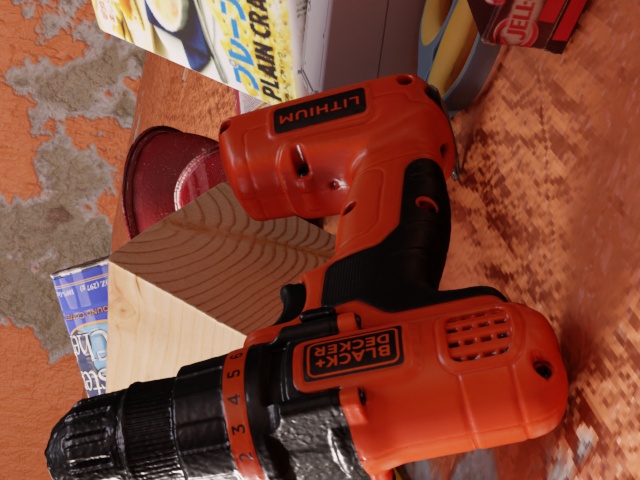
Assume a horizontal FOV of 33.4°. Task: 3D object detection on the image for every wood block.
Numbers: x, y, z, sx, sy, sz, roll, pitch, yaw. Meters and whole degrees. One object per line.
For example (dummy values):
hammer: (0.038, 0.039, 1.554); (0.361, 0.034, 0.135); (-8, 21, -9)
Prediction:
wood block: (-0.051, 0.087, 0.558); (0.090, 0.091, 0.206); (-39, -32, -45)

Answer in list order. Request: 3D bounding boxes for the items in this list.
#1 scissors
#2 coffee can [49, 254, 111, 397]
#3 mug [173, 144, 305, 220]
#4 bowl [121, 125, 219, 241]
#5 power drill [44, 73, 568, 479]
scissors: (0.048, -0.065, 0.531); (0.202, 0.016, 0.096); (117, 158, -51)
coffee can: (-0.145, 0.079, 0.850); (0.103, 0.102, 0.140); (178, 75, -75)
mug: (-0.055, 0.001, 0.739); (0.081, 0.093, 0.117); (-107, 34, -50)
bowl: (-0.085, -0.019, 0.838); (0.055, 0.162, 0.162); (-15, 57, 25)
power drill: (-0.008, 0.017, 0.420); (0.187, 0.184, 0.057); (-90, -14, -48)
